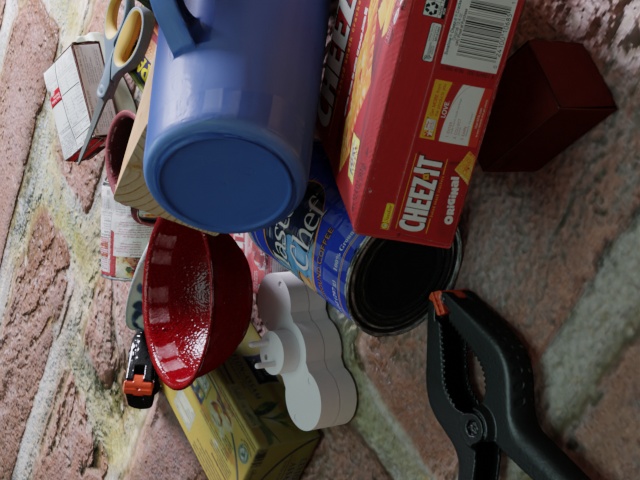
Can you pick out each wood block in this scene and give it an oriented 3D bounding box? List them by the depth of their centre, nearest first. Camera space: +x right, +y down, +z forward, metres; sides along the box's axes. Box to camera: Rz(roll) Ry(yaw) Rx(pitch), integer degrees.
[{"bbox_3d":[-0.100,-0.117,0.889,0.206,0.090,0.090,-85,21,-45],"label":"wood block"}]

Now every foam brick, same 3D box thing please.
[{"bbox_3d":[0.134,-0.084,0.673,0.078,0.052,0.051,-42,60,47],"label":"foam brick"}]

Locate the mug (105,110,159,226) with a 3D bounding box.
[{"bbox_3d":[-0.158,-0.070,1.059,0.093,0.081,0.117,27,114,50],"label":"mug"}]

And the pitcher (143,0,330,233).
[{"bbox_3d":[-0.064,-0.132,0.757,0.145,0.149,0.243,113,164,-47],"label":"pitcher"}]

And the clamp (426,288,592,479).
[{"bbox_3d":[0.114,0.136,0.735,0.165,0.036,0.210,-49,53,44],"label":"clamp"}]

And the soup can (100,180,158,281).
[{"bbox_3d":[-0.199,-0.012,1.133,0.069,0.068,0.102,12,103,54],"label":"soup can"}]

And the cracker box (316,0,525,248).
[{"bbox_3d":[0.053,-0.113,0.699,0.214,0.072,0.164,-107,29,-65],"label":"cracker box"}]

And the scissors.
[{"bbox_3d":[-0.220,-0.174,1.090,0.202,0.016,0.096,-47,52,41],"label":"scissors"}]

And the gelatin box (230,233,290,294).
[{"bbox_3d":[-0.056,0.001,0.967,0.073,0.030,0.089,20,109,52],"label":"gelatin box"}]

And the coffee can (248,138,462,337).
[{"bbox_3d":[0.021,-0.005,0.795,0.140,0.102,0.103,36,122,47],"label":"coffee can"}]

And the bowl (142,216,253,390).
[{"bbox_3d":[-0.102,0.047,0.921,0.162,0.055,0.162,-7,83,61],"label":"bowl"}]

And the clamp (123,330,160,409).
[{"bbox_3d":[-0.178,0.114,1.094,0.171,0.039,0.120,-159,66,-82],"label":"clamp"}]

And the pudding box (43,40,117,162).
[{"bbox_3d":[-0.265,-0.153,1.188,0.090,0.039,0.113,-23,81,52],"label":"pudding box"}]
